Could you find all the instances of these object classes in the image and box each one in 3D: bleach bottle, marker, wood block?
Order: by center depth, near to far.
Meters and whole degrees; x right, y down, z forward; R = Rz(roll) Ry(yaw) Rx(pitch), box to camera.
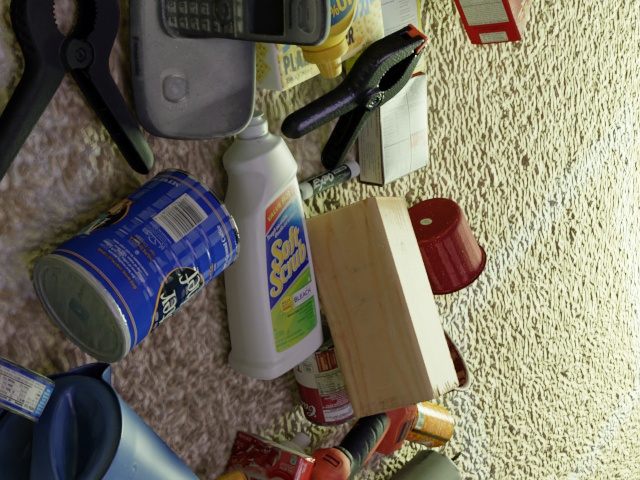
[{"bbox_3d":[-0.057,0.001,1.030,0.102,0.068,0.251,-30,121,-43],"label":"bleach bottle"},{"bbox_3d":[0.061,0.066,1.092,0.090,0.090,0.206,-4,77,-66],"label":"wood block"},{"bbox_3d":[-0.003,-0.058,1.112,0.120,0.020,0.020,-27,122,-44],"label":"marker"}]

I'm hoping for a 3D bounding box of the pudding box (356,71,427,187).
[{"bbox_3d":[0.079,-0.125,1.179,0.089,0.039,0.113,-25,118,-44],"label":"pudding box"}]

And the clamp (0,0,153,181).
[{"bbox_3d":[-0.203,-0.137,0.821,0.164,0.036,0.210,-21,115,-46],"label":"clamp"}]

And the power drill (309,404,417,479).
[{"bbox_3d":[0.033,0.259,1.202,0.187,0.057,0.185,-44,158,-43],"label":"power drill"}]

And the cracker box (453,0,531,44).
[{"bbox_3d":[0.180,-0.350,1.183,0.213,0.072,0.164,58,42,-42],"label":"cracker box"}]

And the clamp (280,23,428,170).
[{"bbox_3d":[0.042,-0.141,1.072,0.171,0.039,0.120,-40,160,-1],"label":"clamp"}]

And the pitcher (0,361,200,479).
[{"bbox_3d":[-0.173,0.231,0.905,0.149,0.145,0.242,-34,137,0],"label":"pitcher"}]

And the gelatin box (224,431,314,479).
[{"bbox_3d":[-0.055,0.242,1.083,0.030,0.089,0.073,25,82,-52],"label":"gelatin box"}]

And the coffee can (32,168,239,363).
[{"bbox_3d":[-0.150,0.019,0.883,0.140,0.103,0.103,-42,131,-36],"label":"coffee can"}]

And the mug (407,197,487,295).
[{"bbox_3d":[0.140,-0.004,1.263,0.117,0.093,0.081,-82,151,-48],"label":"mug"}]

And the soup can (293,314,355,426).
[{"bbox_3d":[0.005,0.139,1.145,0.068,0.069,0.102,-38,128,-38],"label":"soup can"}]

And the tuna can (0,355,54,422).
[{"bbox_3d":[-0.246,0.105,0.805,0.086,0.086,0.033,41,67,-49],"label":"tuna can"}]
